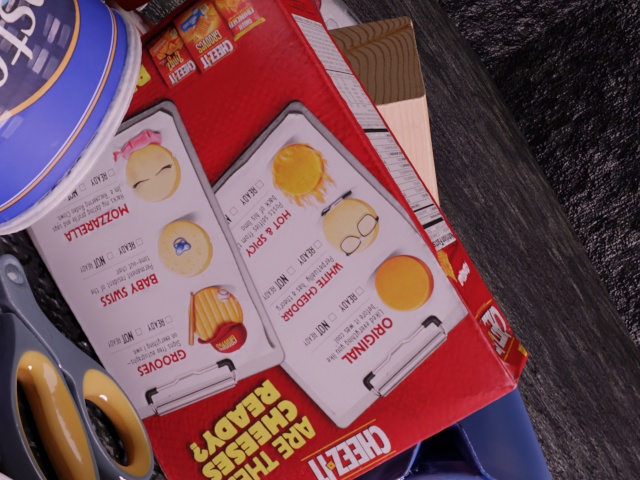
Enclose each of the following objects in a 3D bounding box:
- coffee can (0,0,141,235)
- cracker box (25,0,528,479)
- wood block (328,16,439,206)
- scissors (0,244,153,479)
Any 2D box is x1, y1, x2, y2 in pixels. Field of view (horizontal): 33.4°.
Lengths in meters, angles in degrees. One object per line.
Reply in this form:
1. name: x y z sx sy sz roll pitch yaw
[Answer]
1. coffee can: -0.150 -0.079 0.384 0.140 0.103 0.103 35 27 -38
2. cracker box: -0.030 0.007 0.491 0.214 0.164 0.072 58 19 3
3. wood block: 0.034 -0.037 0.735 0.090 0.091 0.206 -93 172 -45
4. scissors: -0.120 0.029 0.456 0.096 0.016 0.202 36 27 -55
